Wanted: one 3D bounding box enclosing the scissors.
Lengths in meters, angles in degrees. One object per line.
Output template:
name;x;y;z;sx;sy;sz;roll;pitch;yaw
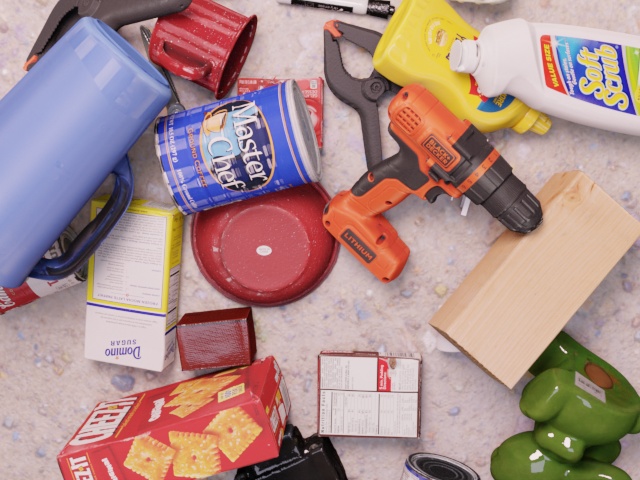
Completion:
scissors;-0.130;-0.128;1.118;0.096;0.016;0.202;-5;102;3

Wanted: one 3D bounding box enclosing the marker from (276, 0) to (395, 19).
marker;0.016;-0.243;1.085;0.121;0.020;0.020;9;102;1

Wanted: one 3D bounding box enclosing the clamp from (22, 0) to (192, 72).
clamp;-0.214;-0.226;1.058;0.210;0.165;0.036;-43;141;16

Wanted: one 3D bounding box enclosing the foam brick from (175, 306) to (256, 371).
foam brick;-0.110;0.105;1.145;0.078;0.053;0.051;-6;101;5

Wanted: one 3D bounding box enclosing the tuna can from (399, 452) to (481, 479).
tuna can;0.128;0.260;1.146;0.086;0.086;0.034;15;100;0

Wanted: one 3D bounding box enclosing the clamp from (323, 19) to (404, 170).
clamp;0.068;-0.159;1.090;0.120;0.039;0.171;-30;105;2

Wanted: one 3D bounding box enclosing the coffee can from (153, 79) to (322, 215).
coffee can;-0.079;-0.091;1.049;0.140;0.102;0.103;-14;100;8

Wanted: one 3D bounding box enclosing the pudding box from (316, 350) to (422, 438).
pudding box;0.053;0.166;1.149;0.113;0.039;0.090;1;91;5

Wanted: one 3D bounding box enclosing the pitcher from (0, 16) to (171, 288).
pitcher;-0.246;-0.078;0.989;0.145;0.149;0.243;45;96;9

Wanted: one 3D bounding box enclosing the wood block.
wood block;0.214;0.037;1.074;0.091;0.090;0.206;40;88;-5

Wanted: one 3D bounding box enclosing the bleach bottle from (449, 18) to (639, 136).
bleach bottle;0.245;-0.154;1.029;0.250;0.068;0.102;5;93;-15

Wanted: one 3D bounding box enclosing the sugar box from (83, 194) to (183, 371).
sugar box;-0.199;0.045;1.137;0.093;0.048;0.176;9;106;11

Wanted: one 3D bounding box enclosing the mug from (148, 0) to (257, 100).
mug;-0.123;-0.193;1.058;0.081;0.117;0.093;25;129;3

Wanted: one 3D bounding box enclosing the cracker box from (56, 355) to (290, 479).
cracker box;-0.145;0.194;1.109;0.214;0.164;0.072;-16;98;6

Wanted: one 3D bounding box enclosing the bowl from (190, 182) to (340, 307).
bowl;-0.057;0.001;1.112;0.162;0.055;0.162;0;105;-2

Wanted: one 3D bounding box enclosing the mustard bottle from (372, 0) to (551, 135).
mustard bottle;0.150;-0.162;1.061;0.191;0.058;0.096;32;66;-14

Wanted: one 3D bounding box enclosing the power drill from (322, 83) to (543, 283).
power drill;0.104;-0.039;1.059;0.184;0.057;0.188;45;127;1

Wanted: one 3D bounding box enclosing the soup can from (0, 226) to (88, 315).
soup can;-0.307;0.030;1.134;0.102;0.068;0.068;-21;99;6

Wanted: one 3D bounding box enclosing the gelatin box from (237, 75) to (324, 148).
gelatin box;-0.041;-0.133;1.105;0.089;0.030;0.073;1;103;4
